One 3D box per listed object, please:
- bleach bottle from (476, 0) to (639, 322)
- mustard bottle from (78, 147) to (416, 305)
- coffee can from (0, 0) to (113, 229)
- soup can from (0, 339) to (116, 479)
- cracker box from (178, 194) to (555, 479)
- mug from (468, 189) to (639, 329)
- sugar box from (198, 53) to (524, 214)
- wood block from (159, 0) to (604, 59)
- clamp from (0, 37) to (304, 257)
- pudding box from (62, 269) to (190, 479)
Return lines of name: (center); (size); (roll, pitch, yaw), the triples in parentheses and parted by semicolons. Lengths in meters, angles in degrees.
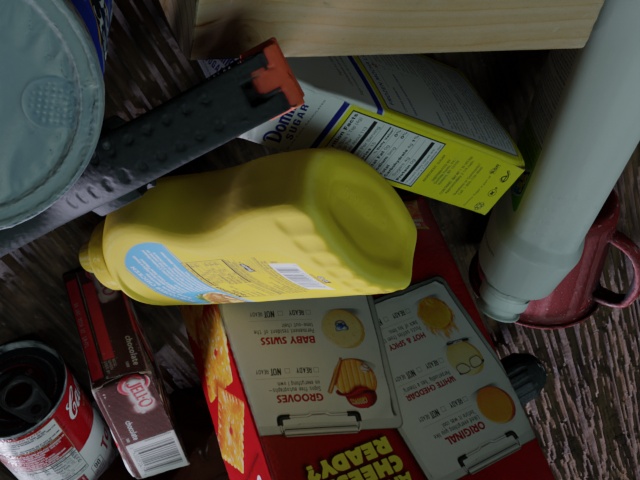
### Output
bleach bottle: (0.145, -0.065, 0.600); (0.068, 0.102, 0.251); (18, 120, -2)
mustard bottle: (-0.054, 0.000, 0.549); (0.192, 0.058, 0.096); (-7, 154, 35)
coffee can: (-0.133, -0.078, 0.409); (0.102, 0.140, 0.103); (-4, 117, -7)
soup can: (-0.177, 0.119, 0.678); (0.068, 0.068, 0.102); (-22, 141, -6)
cracker box: (0.018, 0.082, 0.630); (0.164, 0.214, 0.072); (-7, 148, -24)
mug: (0.161, 0.004, 0.710); (0.093, 0.117, 0.081); (-39, 147, -38)
sugar box: (0.021, -0.074, 0.559); (0.175, 0.093, 0.048); (12, 127, -37)
wood block: (0.031, -0.146, 0.489); (0.205, 0.090, 0.091); (-6, 136, -23)
clamp: (-0.101, -0.027, 0.461); (0.210, 0.036, 0.164); (-21, -167, 36)
pudding box: (-0.118, 0.080, 0.652); (0.039, 0.090, 0.113); (-18, 140, -9)
